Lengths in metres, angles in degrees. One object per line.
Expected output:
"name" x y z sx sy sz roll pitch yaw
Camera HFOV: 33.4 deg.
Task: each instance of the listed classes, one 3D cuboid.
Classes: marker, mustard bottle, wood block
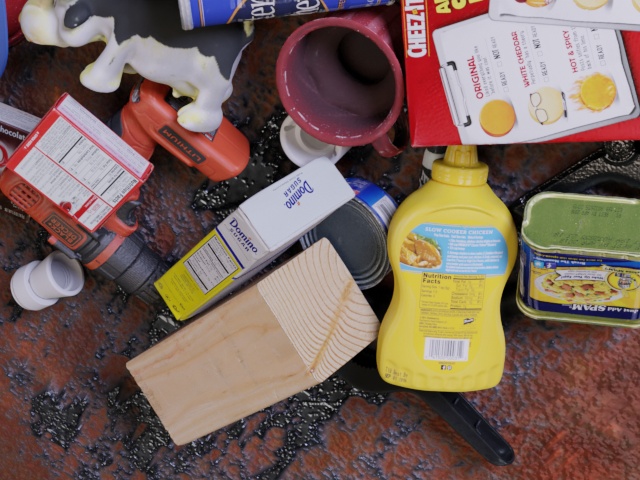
"marker" 0.084 -0.042 0.820 0.020 0.020 0.121 16 124 14
"mustard bottle" 0.097 0.016 0.797 0.096 0.058 0.192 3 107 -2
"wood block" -0.059 0.089 0.881 0.207 0.090 0.090 -31 92 45

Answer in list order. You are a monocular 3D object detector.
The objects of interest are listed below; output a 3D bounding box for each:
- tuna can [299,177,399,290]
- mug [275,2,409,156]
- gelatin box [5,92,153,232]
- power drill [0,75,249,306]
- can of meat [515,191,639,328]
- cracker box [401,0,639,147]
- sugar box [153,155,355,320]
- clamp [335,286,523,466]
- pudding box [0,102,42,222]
"tuna can" 0.026 -0.006 0.846 0.086 0.033 0.086 19 126 28
"mug" 0.032 -0.115 0.762 0.093 0.081 0.117 -23 107 32
"gelatin box" -0.185 -0.058 0.825 0.089 0.030 0.073 40 123 -16
"power drill" -0.147 -0.039 0.884 0.188 0.057 0.184 -36 115 29
"can of meat" 0.192 0.013 0.762 0.102 0.057 0.084 5 143 14
"cracker box" 0.163 -0.147 0.678 0.214 0.072 0.164 0 103 24
"sugar box" -0.055 0.001 0.824 0.048 0.093 0.176 54 144 3
"clamp" 0.078 0.102 0.892 0.210 0.036 0.164 7 112 21
"pudding box" -0.295 -0.078 0.948 0.113 0.039 0.090 20 123 11
